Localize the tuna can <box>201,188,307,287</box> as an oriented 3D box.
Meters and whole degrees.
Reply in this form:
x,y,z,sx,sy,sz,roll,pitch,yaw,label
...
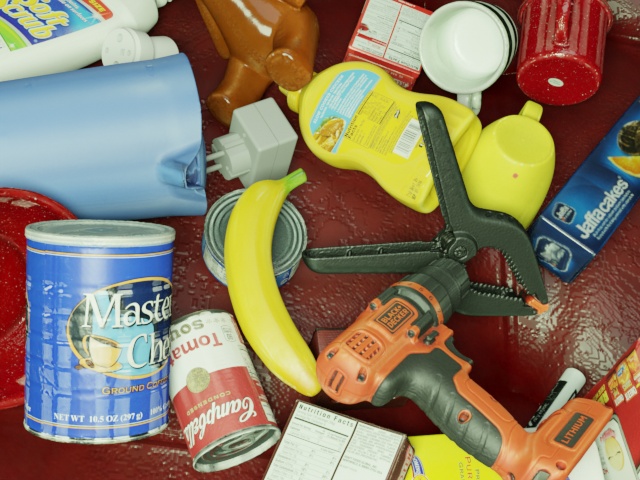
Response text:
x,y,z,sx,sy,sz,roll,pitch,yaw,label
-0.056,0.001,0.888,0.086,0.034,0.086,6,58,-9,tuna can

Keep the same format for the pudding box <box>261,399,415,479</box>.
x,y,z,sx,sy,sz,roll,pitch,yaw,label
0.005,0.179,0.757,0.090,0.039,0.113,15,65,26,pudding box

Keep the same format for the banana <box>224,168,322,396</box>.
x,y,z,sx,sy,sz,roll,pitch,yaw,label
-0.039,0.027,0.826,0.069,0.037,0.198,-7,63,5,banana

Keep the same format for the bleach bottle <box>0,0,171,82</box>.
x,y,z,sx,sy,sz,roll,pitch,yaw,label
-0.247,-0.192,0.948,0.250,0.068,0.103,-30,70,-29,bleach bottle

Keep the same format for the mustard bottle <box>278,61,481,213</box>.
x,y,z,sx,sy,sz,roll,pitch,yaw,label
0.039,-0.105,0.940,0.192,0.058,0.096,30,90,29,mustard bottle

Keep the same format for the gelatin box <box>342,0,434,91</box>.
x,y,z,sx,sy,sz,roll,pitch,yaw,label
0.069,-0.195,1.039,0.073,0.030,0.089,21,57,-1,gelatin box

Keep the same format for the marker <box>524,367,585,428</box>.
x,y,z,sx,sy,sz,roll,pitch,yaw,label
0.176,0.149,0.858,0.020,0.020,0.121,38,59,11,marker

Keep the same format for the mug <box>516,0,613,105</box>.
x,y,z,sx,sy,sz,roll,pitch,yaw,label
0.233,-0.191,1.026,0.093,0.117,0.081,6,61,11,mug

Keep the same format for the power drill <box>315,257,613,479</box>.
x,y,z,sx,sy,sz,roll,pitch,yaw,label
0.112,0.099,0.773,0.188,0.057,0.184,34,41,18,power drill

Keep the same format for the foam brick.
x,y,z,sx,sy,sz,roll,pitch,yaw,label
0.031,0.100,0.836,0.078,0.053,0.051,-2,59,-13,foam brick

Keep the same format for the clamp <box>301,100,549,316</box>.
x,y,z,sx,sy,sz,roll,pitch,yaw,label
0.111,-0.007,0.875,0.209,0.165,0.036,26,16,-18,clamp

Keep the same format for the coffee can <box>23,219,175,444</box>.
x,y,z,sx,sy,sz,roll,pitch,yaw,label
-0.155,0.060,0.750,0.102,0.103,0.140,1,97,-12,coffee can

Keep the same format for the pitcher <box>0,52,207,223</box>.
x,y,z,sx,sy,sz,roll,pitch,yaw,label
-0.217,-0.075,0.854,0.242,0.149,0.145,-8,76,-13,pitcher

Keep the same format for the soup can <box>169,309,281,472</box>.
x,y,z,sx,sy,sz,roll,pitch,yaw,label
-0.079,0.111,0.795,0.068,0.069,0.102,-14,63,-20,soup can

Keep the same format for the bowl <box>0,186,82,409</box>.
x,y,z,sx,sy,sz,roll,pitch,yaw,label
-0.242,0.039,0.781,0.161,0.055,0.162,-6,101,-37,bowl
